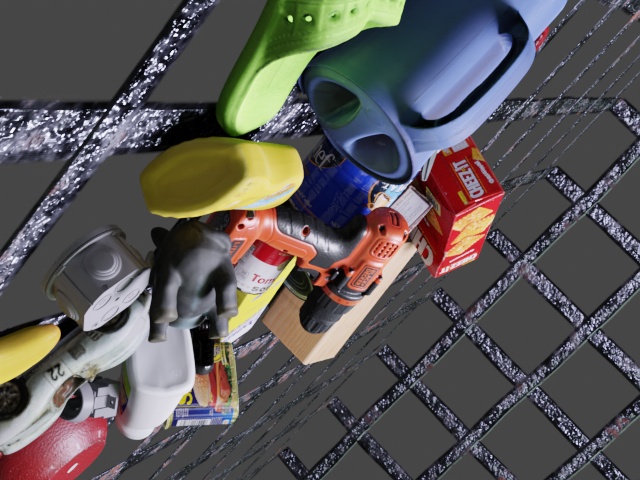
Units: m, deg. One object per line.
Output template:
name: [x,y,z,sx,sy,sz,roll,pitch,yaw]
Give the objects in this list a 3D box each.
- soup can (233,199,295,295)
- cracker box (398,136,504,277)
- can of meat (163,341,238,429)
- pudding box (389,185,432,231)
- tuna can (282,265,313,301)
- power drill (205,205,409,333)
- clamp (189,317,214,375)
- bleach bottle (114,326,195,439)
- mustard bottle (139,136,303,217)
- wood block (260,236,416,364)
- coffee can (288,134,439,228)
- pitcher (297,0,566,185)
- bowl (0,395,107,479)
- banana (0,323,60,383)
soup can: [-0.057,0.001,1.135,0.102,0.068,0.068,-51,166,34]
cracker box: [0.132,-0.068,1.258,0.072,0.164,0.214,-25,162,-10]
can of meat: [-0.145,0.170,1.268,0.083,0.102,0.057,0,152,-15]
pudding box: [0.069,-0.004,1.199,0.113,0.039,0.090,-47,178,-11]
tuna can: [-0.022,0.034,1.318,0.033,0.086,0.086,-36,166,-26]
power drill: [-0.029,0.020,1.069,0.187,0.057,0.185,13,132,-27]
clamp: [-0.130,0.103,1.186,0.171,0.039,0.120,103,-6,-70]
bleach bottle: [-0.193,0.167,1.179,0.068,0.102,0.251,-1,152,-18]
mustard bottle: [-0.067,-0.054,0.901,0.096,0.058,0.191,-18,177,19]
wood block: [0.027,0.052,1.391,0.206,0.091,0.090,-53,159,19]
coffee can: [0.044,-0.079,1.105,0.140,0.103,0.102,-49,167,25]
pitcher: [0.112,-0.169,0.931,0.242,0.149,0.145,-45,172,-17]
bowl: [-0.292,0.234,1.189,0.162,0.055,0.162,-42,168,-12]
banana: [-0.262,0.089,0.829,0.069,0.037,0.197,-43,168,1]
